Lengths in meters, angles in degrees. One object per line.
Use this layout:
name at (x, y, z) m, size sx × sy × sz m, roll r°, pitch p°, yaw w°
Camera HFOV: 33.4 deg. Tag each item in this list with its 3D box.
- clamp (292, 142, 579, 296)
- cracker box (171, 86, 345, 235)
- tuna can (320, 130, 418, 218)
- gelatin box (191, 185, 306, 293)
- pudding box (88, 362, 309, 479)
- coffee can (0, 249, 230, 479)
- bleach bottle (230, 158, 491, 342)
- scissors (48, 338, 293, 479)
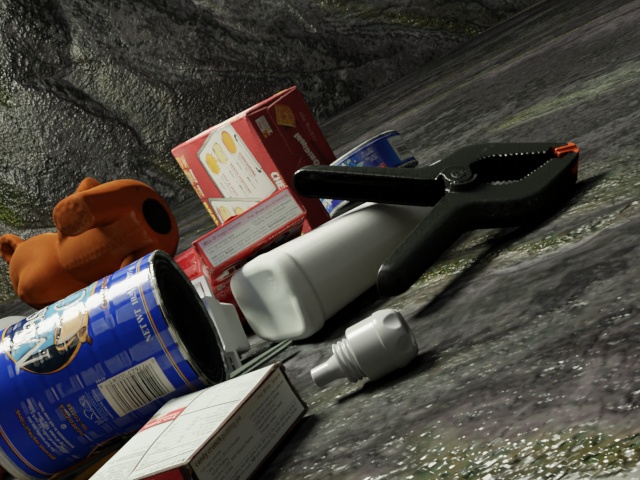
clamp at (0.099, -0.027, 0.771) m, size 0.209 × 0.036 × 0.165 m, roll -12°, pitch 35°, yaw -11°
cracker box at (-0.051, -0.053, 1.083) m, size 0.072 × 0.164 × 0.214 m, roll -35°, pitch 11°, yaw -25°
tuna can at (0.036, -0.055, 0.880) m, size 0.086 × 0.034 × 0.086 m, roll -32°, pitch -5°, yaw -4°
gelatin box at (-0.056, 0.001, 0.833) m, size 0.089 × 0.030 × 0.073 m, roll -33°, pitch -11°, yaw -12°
pudding box at (-0.070, 0.118, 0.591) m, size 0.090 × 0.039 × 0.113 m, roll -22°, pitch 13°, yaw 31°
coffee can at (-0.144, 0.082, 0.696) m, size 0.140 × 0.103 × 0.103 m, roll -27°, pitch 9°, yaw 6°
bleach bottle at (0.053, -0.008, 0.848) m, size 0.250 × 0.068 × 0.103 m, roll -31°, pitch 5°, yaw -29°
scissors at (-0.102, 0.126, 0.715) m, size 0.201 × 0.016 × 0.096 m, roll -29°, pitch 11°, yaw -4°
